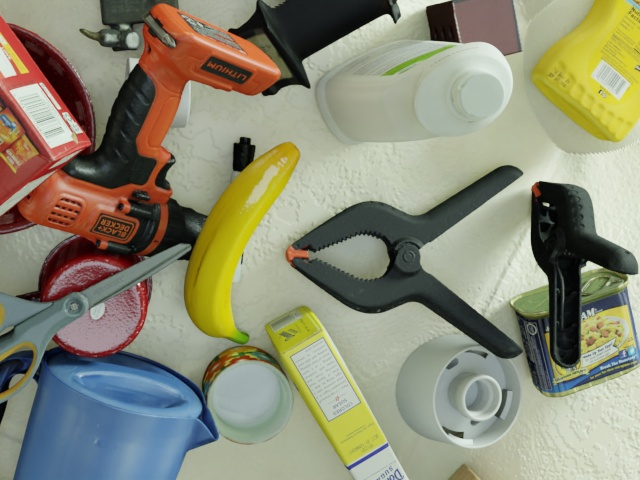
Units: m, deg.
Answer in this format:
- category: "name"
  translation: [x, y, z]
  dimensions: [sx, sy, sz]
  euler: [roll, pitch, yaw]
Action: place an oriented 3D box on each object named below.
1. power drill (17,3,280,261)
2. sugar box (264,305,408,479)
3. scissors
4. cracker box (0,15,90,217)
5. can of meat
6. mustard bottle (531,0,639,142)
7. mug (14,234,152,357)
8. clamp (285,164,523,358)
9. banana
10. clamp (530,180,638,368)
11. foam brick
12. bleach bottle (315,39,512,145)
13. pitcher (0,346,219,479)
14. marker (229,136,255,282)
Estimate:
- category: "power drill"
  translation: [-0.111, -0.070, 0.802]
  dimensions: [0.184, 0.057, 0.188]
  euler: [16, 113, -47]
- category: "sugar box"
  translation: [0.018, 0.145, 0.893]
  dimensions: [0.048, 0.093, 0.176]
  euler: [-28, 103, -4]
- category: "scissors"
  translation: [-0.201, 0.039, 0.788]
  dimensions: [0.201, 0.016, 0.096]
  euler: [-43, 100, -5]
- category: "cracker box"
  translation: [-0.288, -0.069, 0.731]
  dimensions: [0.214, 0.072, 0.164]
  euler: [-34, 94, 20]
- category: "can of meat"
  translation: [0.227, 0.081, 0.940]
  dimensions: [0.102, 0.057, 0.084]
  euler: [-18, 105, -6]
- category: "mustard bottle"
  translation: [0.271, -0.184, 0.901]
  dimensions: [0.096, 0.058, 0.191]
  euler: [37, 92, -13]
- category: "mug"
  translation: [-0.190, 0.046, 0.842]
  dimensions: [0.117, 0.081, 0.093]
  euler: [-7, 101, -10]
- category: "clamp"
  translation: [0.077, 0.005, 0.902]
  dimensions: [0.210, 0.036, 0.164]
  euler: [9, 83, -4]
- category: "banana"
  translation: [-0.070, 0.008, 0.844]
  dimensions: [0.069, 0.037, 0.198]
  euler: [-16, 136, -41]
- category: "clamp"
  translation: [0.208, 0.004, 0.868]
  dimensions: [0.039, 0.171, 0.120]
  euler: [11, 139, -20]
- category: "foam brick"
  translation: [0.123, -0.172, 0.866]
  dimensions: [0.051, 0.078, 0.053]
  euler: [-14, 100, -8]
- category: "bleach bottle"
  translation: [0.069, -0.106, 0.777]
  dimensions: [0.102, 0.251, 0.068]
  euler: [-28, 104, -5]
- category: "pitcher"
  translation: [-0.199, 0.210, 0.852]
  dimensions: [0.144, 0.149, 0.243]
  euler: [11, 102, -44]
- category: "marker"
  translation: [-0.069, -0.025, 0.885]
  dimensions: [0.020, 0.020, 0.121]
  euler: [6, 98, -12]
